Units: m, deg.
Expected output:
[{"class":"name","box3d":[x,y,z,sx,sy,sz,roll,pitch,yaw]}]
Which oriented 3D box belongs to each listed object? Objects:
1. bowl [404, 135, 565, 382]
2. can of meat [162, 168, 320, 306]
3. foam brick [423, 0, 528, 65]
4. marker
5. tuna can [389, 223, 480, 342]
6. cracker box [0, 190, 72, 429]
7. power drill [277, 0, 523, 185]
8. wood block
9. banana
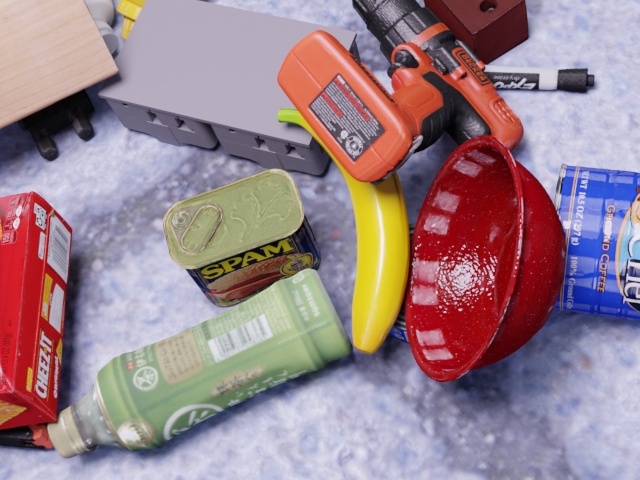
[{"class":"bowl","box3d":[0.112,0.016,0.695,0.055,0.162,0.162,11,64,-17]},{"class":"can of meat","box3d":[-0.055,0.001,0.796,0.102,0.084,0.057,-20,63,2]},{"class":"foam brick","box3d":[0.124,-0.190,0.866,0.053,0.051,0.078,-34,63,-5]},{"class":"marker","box3d":[0.156,-0.130,0.848,0.121,0.020,0.020,5,66,14]},{"class":"tuna can","box3d":[0.075,0.032,0.781,0.086,0.033,0.086,-5,64,10]},{"class":"cracker box","box3d":[-0.298,0.062,0.785,0.214,0.072,0.164,-10,58,12]},{"class":"power drill","box3d":[0.052,-0.121,0.773,0.184,0.187,0.057,50,126,11]},{"class":"wood block","box3d":[-0.276,-0.139,0.841,0.206,0.090,0.091,-27,34,-6]},{"class":"banana","box3d":[0.029,-0.020,0.765,0.070,0.037,0.198,-27,68,24]}]
